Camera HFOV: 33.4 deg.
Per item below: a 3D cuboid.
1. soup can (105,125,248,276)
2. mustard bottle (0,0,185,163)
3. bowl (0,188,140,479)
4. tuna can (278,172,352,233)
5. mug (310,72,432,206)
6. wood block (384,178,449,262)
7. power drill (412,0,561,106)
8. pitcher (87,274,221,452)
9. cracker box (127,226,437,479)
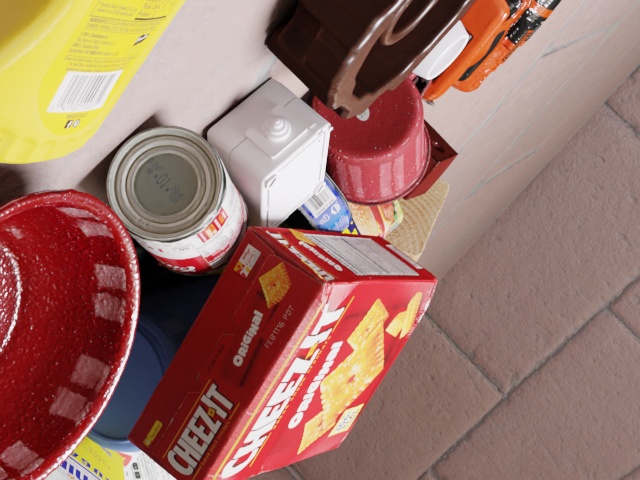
[{"bbox_3d":[-0.081,-0.021,0.626,0.068,0.068,0.102,-43,169,-6],"label":"soup can"},{"bbox_3d":[-0.063,-0.112,0.356,0.192,0.058,0.096,-48,168,23],"label":"mustard bottle"},{"bbox_3d":[-0.160,0.046,0.516,0.161,0.055,0.162,-40,140,-45],"label":"bowl"},{"bbox_3d":[-0.017,-0.032,0.786,0.033,0.086,0.086,-44,170,-13],"label":"tuna can"},{"bbox_3d":[0.044,-0.090,0.793,0.117,0.093,0.081,-46,165,-8],"label":"mug"},{"bbox_3d":[0.059,0.000,1.138,0.206,0.090,0.090,111,5,-67],"label":"wood block"},{"bbox_3d":[0.144,-0.187,0.878,0.185,0.057,0.187,-50,168,30],"label":"power drill"},{"bbox_3d":[-0.104,0.088,0.853,0.149,0.145,0.242,-61,161,18],"label":"pitcher"},{"bbox_3d":[-0.014,0.079,0.742,0.164,0.072,0.213,-60,158,12],"label":"cracker box"}]
